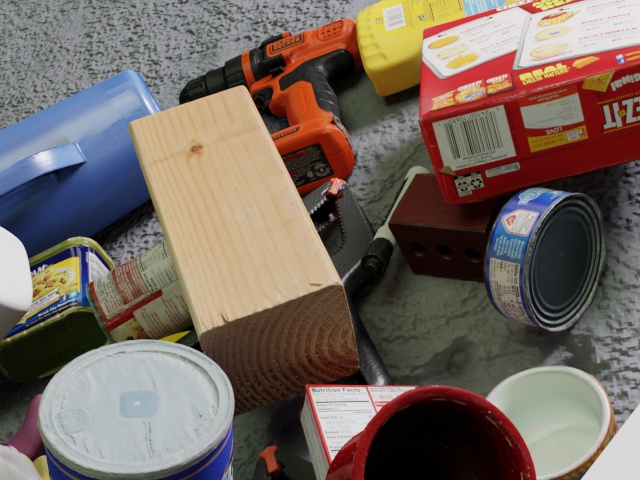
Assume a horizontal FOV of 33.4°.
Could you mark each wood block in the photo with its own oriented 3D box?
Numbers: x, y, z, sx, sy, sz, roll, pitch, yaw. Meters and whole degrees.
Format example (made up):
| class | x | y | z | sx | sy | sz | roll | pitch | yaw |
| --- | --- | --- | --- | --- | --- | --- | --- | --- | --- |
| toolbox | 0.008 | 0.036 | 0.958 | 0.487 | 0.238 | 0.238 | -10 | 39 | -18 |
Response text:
| class | x | y | z | sx | sy | sz | roll | pitch | yaw |
| --- | --- | --- | --- | --- | --- | --- | --- | --- | --- |
| wood block | -0.054 | 0.000 | 0.707 | 0.090 | 0.090 | 0.206 | -19 | 46 | -7 |

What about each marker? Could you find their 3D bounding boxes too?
| class | x | y | z | sx | sy | sz | roll | pitch | yaw |
| --- | --- | --- | --- | --- | --- | --- | --- | --- | --- |
| marker | 0.055 | -0.015 | 0.769 | 0.020 | 0.020 | 0.121 | -6 | 32 | 29 |

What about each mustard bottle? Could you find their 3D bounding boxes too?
| class | x | y | z | sx | sy | sz | roll | pitch | yaw |
| --- | --- | --- | --- | --- | --- | --- | --- | --- | --- |
| mustard bottle | 0.127 | -0.191 | 0.899 | 0.192 | 0.058 | 0.096 | -19 | 42 | 16 |

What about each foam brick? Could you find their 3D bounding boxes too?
| class | x | y | z | sx | sy | sz | roll | pitch | yaw |
| --- | --- | --- | --- | --- | --- | --- | --- | --- | --- |
| foam brick | 0.095 | -0.009 | 0.731 | 0.078 | 0.053 | 0.051 | 6 | 51 | 38 |

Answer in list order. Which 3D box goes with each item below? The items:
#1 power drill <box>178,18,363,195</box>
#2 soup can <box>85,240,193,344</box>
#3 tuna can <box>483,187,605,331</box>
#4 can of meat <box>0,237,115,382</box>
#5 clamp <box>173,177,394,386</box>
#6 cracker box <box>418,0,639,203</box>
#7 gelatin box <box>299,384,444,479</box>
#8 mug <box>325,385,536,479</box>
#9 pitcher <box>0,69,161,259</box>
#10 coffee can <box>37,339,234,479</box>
| class | x | y | z | sx | sy | sz | roll | pitch | yaw |
| --- | --- | --- | --- | --- | --- | --- | --- | --- | --- |
| power drill | -0.043 | -0.110 | 0.926 | 0.184 | 0.057 | 0.187 | -20 | 40 | 14 |
| soup can | -0.116 | 0.037 | 0.808 | 0.102 | 0.068 | 0.068 | -30 | 39 | 2 |
| tuna can | 0.138 | 0.011 | 0.656 | 0.034 | 0.086 | 0.086 | 15 | 57 | 44 |
| can of meat | -0.216 | 0.057 | 0.861 | 0.102 | 0.057 | 0.084 | -25 | 41 | 9 |
| clamp | -0.002 | 0.036 | 0.752 | 0.165 | 0.036 | 0.209 | 10 | 47 | 21 |
| cracker box | 0.156 | -0.111 | 0.738 | 0.164 | 0.072 | 0.213 | -14 | 24 | 13 |
| gelatin box | 0.032 | 0.122 | 0.620 | 0.073 | 0.030 | 0.089 | 1 | 32 | -16 |
| mug | 0.053 | 0.138 | 0.532 | 0.093 | 0.082 | 0.117 | -13 | 75 | -19 |
| pitcher | -0.242 | -0.049 | 0.930 | 0.243 | 0.145 | 0.149 | -30 | 43 | -3 |
| coffee can | -0.099 | 0.142 | 0.602 | 0.103 | 0.140 | 0.103 | 2 | 35 | -1 |
